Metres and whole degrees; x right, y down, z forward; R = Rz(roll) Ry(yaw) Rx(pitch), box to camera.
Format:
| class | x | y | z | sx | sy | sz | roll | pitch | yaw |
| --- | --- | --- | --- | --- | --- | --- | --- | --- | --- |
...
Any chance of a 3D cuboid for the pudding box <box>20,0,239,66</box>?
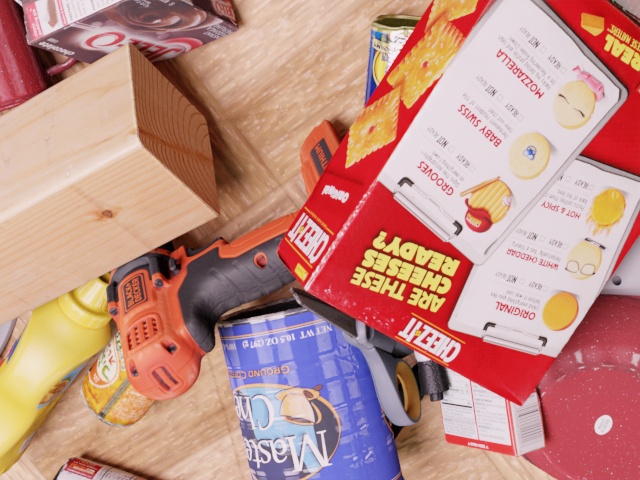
| class | x | y | z | sx | sy | sz | roll | pitch | yaw |
| --- | --- | --- | --- | --- | --- | --- | --- | --- | --- |
| pudding box | -0.116 | -0.142 | 0.664 | 0.090 | 0.113 | 0.039 | -19 | 79 | 21 |

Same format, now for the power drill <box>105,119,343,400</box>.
| class | x | y | z | sx | sy | sz | roll | pitch | yaw |
| --- | --- | --- | --- | --- | --- | --- | --- | --- | --- |
| power drill | -0.055 | 0.001 | 0.696 | 0.188 | 0.184 | 0.057 | -33 | 125 | 6 |

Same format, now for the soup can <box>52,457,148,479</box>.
| class | x | y | z | sx | sy | sz | roll | pitch | yaw |
| --- | --- | --- | --- | --- | --- | --- | --- | --- | --- |
| soup can | -0.161 | 0.218 | 0.843 | 0.102 | 0.068 | 0.068 | 16 | 114 | 9 |

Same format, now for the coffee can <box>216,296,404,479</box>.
| class | x | y | z | sx | sy | sz | roll | pitch | yaw |
| --- | --- | --- | --- | --- | --- | --- | --- | --- | --- |
| coffee can | -0.006 | 0.111 | 0.722 | 0.103 | 0.102 | 0.140 | -12 | 92 | 19 |

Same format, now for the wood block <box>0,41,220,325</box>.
| class | x | y | z | sx | sy | sz | roll | pitch | yaw |
| --- | --- | --- | --- | --- | --- | --- | --- | --- | --- |
| wood block | -0.178 | -0.026 | 0.690 | 0.206 | 0.090 | 0.090 | -25 | 142 | 17 |

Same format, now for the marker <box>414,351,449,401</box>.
| class | x | y | z | sx | sy | sz | roll | pitch | yaw |
| --- | --- | --- | --- | --- | --- | --- | --- | --- | --- |
| marker | 0.066 | 0.049 | 0.720 | 0.020 | 0.020 | 0.121 | -13 | 87 | 19 |

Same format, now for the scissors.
| class | x | y | z | sx | sy | sz | roll | pitch | yaw |
| --- | --- | --- | --- | --- | --- | --- | --- | --- | --- |
| scissors | 0.029 | 0.075 | 0.663 | 0.016 | 0.201 | 0.096 | -12 | 84 | 21 |

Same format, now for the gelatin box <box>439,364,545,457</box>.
| class | x | y | z | sx | sy | sz | roll | pitch | yaw |
| --- | --- | --- | --- | --- | --- | --- | --- | --- | --- |
| gelatin box | 0.110 | 0.094 | 0.712 | 0.073 | 0.030 | 0.089 | -5 | 94 | 58 |

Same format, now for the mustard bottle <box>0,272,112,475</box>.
| class | x | y | z | sx | sy | sz | roll | pitch | yaw |
| --- | --- | --- | --- | --- | --- | --- | --- | --- | --- |
| mustard bottle | -0.206 | 0.092 | 0.789 | 0.058 | 0.096 | 0.192 | 39 | 115 | -2 |

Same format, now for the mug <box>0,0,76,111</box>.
| class | x | y | z | sx | sy | sz | roll | pitch | yaw |
| --- | --- | --- | --- | --- | --- | --- | --- | --- | --- |
| mug | -0.221 | -0.128 | 0.718 | 0.117 | 0.093 | 0.081 | -20 | 102 | -11 |

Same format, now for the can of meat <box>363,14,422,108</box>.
| class | x | y | z | sx | sy | sz | roll | pitch | yaw |
| --- | --- | --- | --- | --- | --- | --- | --- | --- | --- |
| can of meat | 0.077 | -0.092 | 0.664 | 0.102 | 0.057 | 0.084 | 9 | 110 | 11 |

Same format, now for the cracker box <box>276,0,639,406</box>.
| class | x | y | z | sx | sy | sz | roll | pitch | yaw |
| --- | --- | --- | --- | --- | --- | --- | --- | --- | --- |
| cracker box | 0.101 | -0.037 | 0.604 | 0.164 | 0.072 | 0.214 | 30 | 97 | -24 |
